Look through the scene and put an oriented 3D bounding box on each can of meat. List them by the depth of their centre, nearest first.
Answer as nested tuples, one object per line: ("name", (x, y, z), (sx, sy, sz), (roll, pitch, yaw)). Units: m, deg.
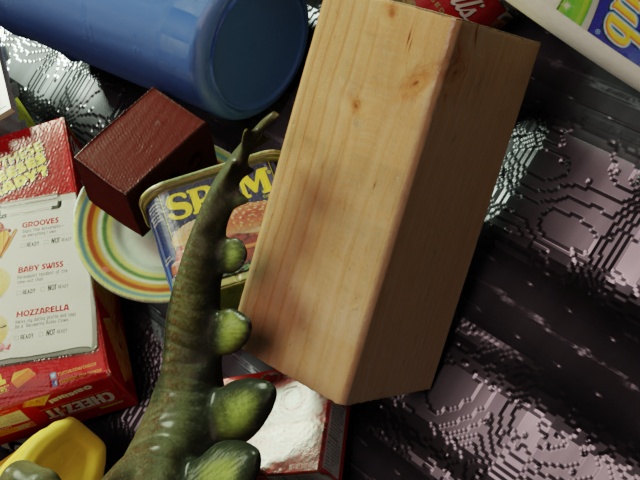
("can of meat", (-0.055, 0.001, 0.678), (0.102, 0.057, 0.084), (-18, 62, -7))

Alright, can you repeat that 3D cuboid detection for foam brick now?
("foam brick", (-0.116, -0.053, 0.715), (0.051, 0.053, 0.078), (36, 68, 21))

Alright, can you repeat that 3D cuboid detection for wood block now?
("wood block", (0.033, -0.024, 0.590), (0.090, 0.090, 0.206), (25, 105, 36))

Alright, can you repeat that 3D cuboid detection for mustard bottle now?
("mustard bottle", (-0.224, 0.191, 0.716), (0.192, 0.058, 0.096), (-35, 20, 36))

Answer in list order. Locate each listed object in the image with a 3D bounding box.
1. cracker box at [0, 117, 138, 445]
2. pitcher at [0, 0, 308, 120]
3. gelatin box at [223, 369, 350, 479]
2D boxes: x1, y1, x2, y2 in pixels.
("cracker box", (-0.232, 0.036, 0.761), (0.164, 0.072, 0.214), (-17, 61, 0))
("pitcher", (-0.129, -0.183, 0.761), (0.243, 0.149, 0.145), (28, 90, 33))
("gelatin box", (-0.028, 0.114, 0.641), (0.089, 0.030, 0.073), (-13, 49, 28))
